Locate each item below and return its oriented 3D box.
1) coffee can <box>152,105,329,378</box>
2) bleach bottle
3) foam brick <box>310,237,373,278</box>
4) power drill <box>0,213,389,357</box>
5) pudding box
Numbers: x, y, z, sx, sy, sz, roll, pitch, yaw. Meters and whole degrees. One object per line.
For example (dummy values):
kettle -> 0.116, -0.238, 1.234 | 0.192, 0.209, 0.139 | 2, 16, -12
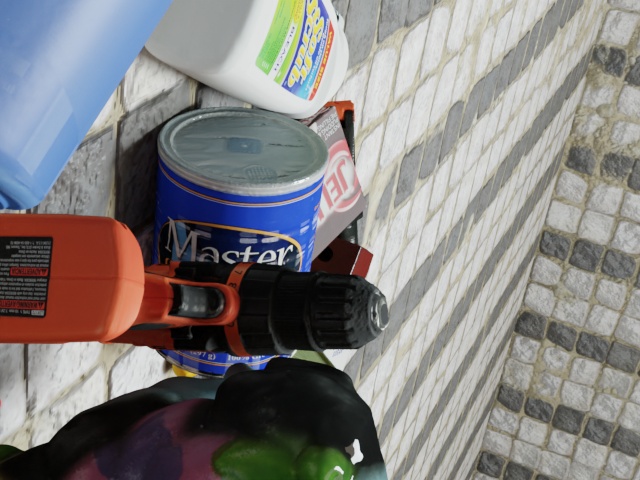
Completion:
coffee can -> -0.054, 0.001, 0.670 | 0.102, 0.103, 0.140 | -46, 151, -53
bleach bottle -> -0.027, -0.135, 0.680 | 0.250, 0.068, 0.102 | 1, 108, -75
foam brick -> 0.002, 0.034, 0.843 | 0.051, 0.053, 0.078 | 31, 78, -73
power drill -> -0.077, 0.029, 0.528 | 0.187, 0.185, 0.057 | 23, 68, -64
pudding box -> -0.020, -0.033, 0.774 | 0.113, 0.039, 0.090 | -43, 127, -34
